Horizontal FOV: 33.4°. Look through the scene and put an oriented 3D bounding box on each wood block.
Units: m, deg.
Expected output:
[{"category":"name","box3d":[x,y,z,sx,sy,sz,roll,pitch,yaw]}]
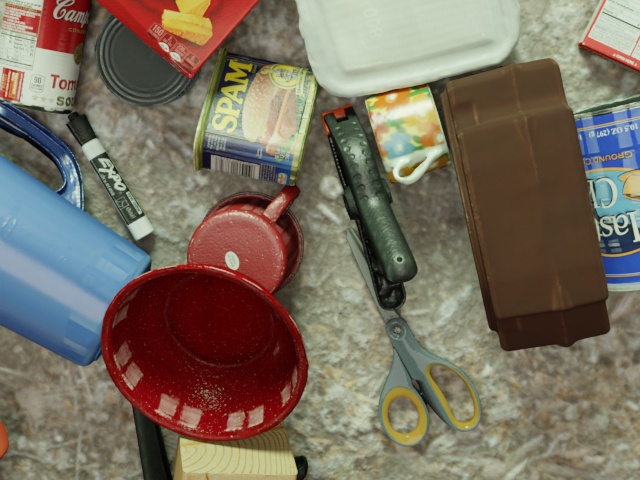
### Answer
[{"category":"wood block","box3d":[-0.081,0.259,0.882,0.090,0.090,0.206,4,109,-11]}]

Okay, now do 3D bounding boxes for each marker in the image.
[{"category":"marker","box3d":[-0.180,-0.056,0.911,0.020,0.020,0.121,-30,95,8]}]

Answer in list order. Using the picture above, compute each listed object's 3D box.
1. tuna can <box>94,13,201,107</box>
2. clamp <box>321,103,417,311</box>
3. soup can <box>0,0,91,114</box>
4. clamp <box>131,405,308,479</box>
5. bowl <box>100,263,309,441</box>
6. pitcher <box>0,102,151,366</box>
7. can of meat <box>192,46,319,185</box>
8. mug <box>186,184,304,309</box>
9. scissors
[{"category":"tuna can","box3d":[-0.142,-0.154,0.885,0.086,0.033,0.086,1,99,5]},{"category":"clamp","box3d":[0.039,-0.024,0.865,0.039,0.120,0.171,-12,67,-9]},{"category":"soup can","box3d":[-0.228,-0.160,0.875,0.068,0.068,0.102,13,100,3]},{"category":"clamp","box3d":[-0.115,0.244,0.942,0.164,0.036,0.210,20,102,-5]},{"category":"bowl","box3d":[-0.085,0.076,0.827,0.162,0.055,0.162,4,119,8]},{"category":"pitcher","box3d":[-0.261,-0.009,0.879,0.243,0.145,0.149,31,112,-4]},{"category":"can of meat","box3d":[-0.050,-0.098,0.858,0.084,0.057,0.102,12,62,0]},{"category":"mug","box3d":[-0.056,0.001,0.877,0.093,0.081,0.117,40,100,-2]},{"category":"scissors","box3d":[0.056,0.094,0.915,0.096,0.016,0.202,-41,93,9]}]
